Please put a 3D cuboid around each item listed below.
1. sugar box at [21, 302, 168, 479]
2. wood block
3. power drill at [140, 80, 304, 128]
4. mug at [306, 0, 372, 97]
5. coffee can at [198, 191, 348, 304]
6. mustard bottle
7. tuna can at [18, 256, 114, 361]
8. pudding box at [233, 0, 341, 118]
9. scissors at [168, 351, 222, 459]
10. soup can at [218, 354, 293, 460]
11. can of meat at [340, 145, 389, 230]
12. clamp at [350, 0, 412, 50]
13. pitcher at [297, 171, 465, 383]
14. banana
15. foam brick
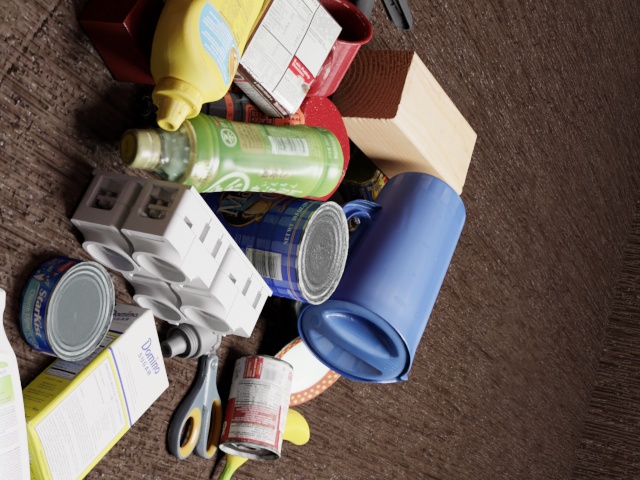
[{"bbox_3d":[-0.206,0.141,0.941,0.176,0.048,0.093,-50,140,-50],"label":"sugar box"},{"bbox_3d":[0.102,-0.138,1.282,0.205,0.091,0.090,40,62,-54],"label":"wood block"},{"bbox_3d":[-0.087,-0.187,1.019,0.184,0.057,0.188,1,96,-46],"label":"power drill"},{"bbox_3d":[-0.004,-0.196,1.110,0.117,0.093,0.082,-95,-152,-46],"label":"mug"},{"bbox_3d":[-0.057,0.001,1.072,0.102,0.140,0.103,-30,125,-56],"label":"coffee can"},{"bbox_3d":[-0.098,-0.176,0.902,0.096,0.058,0.191,62,40,-57],"label":"mustard bottle"},{"bbox_3d":[-0.215,0.057,0.905,0.086,0.034,0.086,-31,126,-56],"label":"tuna can"},{"bbox_3d":[-0.038,-0.184,1.000,0.090,0.039,0.113,43,65,-39],"label":"pudding box"},{"bbox_3d":[-0.128,0.142,1.121,0.096,0.016,0.202,-28,123,-59],"label":"scissors"},{"bbox_3d":[-0.069,0.183,1.174,0.068,0.069,0.102,50,44,-56],"label":"soup can"},{"bbox_3d":[0.069,-0.075,1.382,0.102,0.058,0.084,-58,143,-37],"label":"can of meat"},{"bbox_3d":[0.073,-0.339,1.317,0.164,0.036,0.210,-29,124,-56],"label":"clamp"},{"bbox_3d":[0.074,0.027,1.211,0.149,0.145,0.242,94,20,-48],"label":"pitcher"},{"bbox_3d":[-0.062,0.230,1.263,0.197,0.037,0.070,-9,126,-60],"label":"banana"},{"bbox_3d":[-0.160,-0.178,0.910,0.053,0.051,0.078,-63,148,-28],"label":"foam brick"}]
